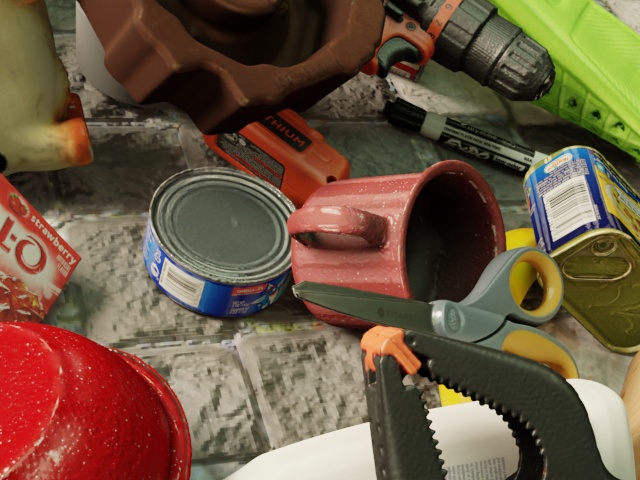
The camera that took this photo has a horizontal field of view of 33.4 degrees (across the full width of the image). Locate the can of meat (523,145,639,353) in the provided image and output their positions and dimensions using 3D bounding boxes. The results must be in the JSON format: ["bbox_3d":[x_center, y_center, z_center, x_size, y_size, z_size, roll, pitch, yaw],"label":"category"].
[{"bbox_3d":[0.167,0.003,0.630,0.102,0.058,0.084,39,32,-31],"label":"can of meat"}]

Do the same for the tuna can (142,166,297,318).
[{"bbox_3d":[-0.054,0.001,0.586,0.086,0.034,0.086,11,45,-11],"label":"tuna can"}]

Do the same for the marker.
[{"bbox_3d":[0.099,-0.069,0.722,0.121,0.020,0.020,21,44,0],"label":"marker"}]

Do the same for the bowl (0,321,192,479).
[{"bbox_3d":[-0.135,0.084,0.414,0.162,0.055,0.162,-9,42,8],"label":"bowl"}]

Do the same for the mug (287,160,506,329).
[{"bbox_3d":[0.031,0.004,0.553,0.117,0.082,0.093,17,77,-46],"label":"mug"}]

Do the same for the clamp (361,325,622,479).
[{"bbox_3d":[0.082,0.123,0.429,0.210,0.036,0.164,43,78,-11],"label":"clamp"}]

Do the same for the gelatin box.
[{"bbox_3d":[-0.165,0.005,0.509,0.089,0.030,0.073,52,36,-26],"label":"gelatin box"}]

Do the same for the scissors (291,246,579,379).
[{"bbox_3d":[0.067,0.024,0.517,0.201,0.016,0.096,32,58,-36],"label":"scissors"}]

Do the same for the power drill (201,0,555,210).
[{"bbox_3d":[0.031,-0.100,0.659,0.184,0.057,0.187,35,65,11],"label":"power drill"}]
